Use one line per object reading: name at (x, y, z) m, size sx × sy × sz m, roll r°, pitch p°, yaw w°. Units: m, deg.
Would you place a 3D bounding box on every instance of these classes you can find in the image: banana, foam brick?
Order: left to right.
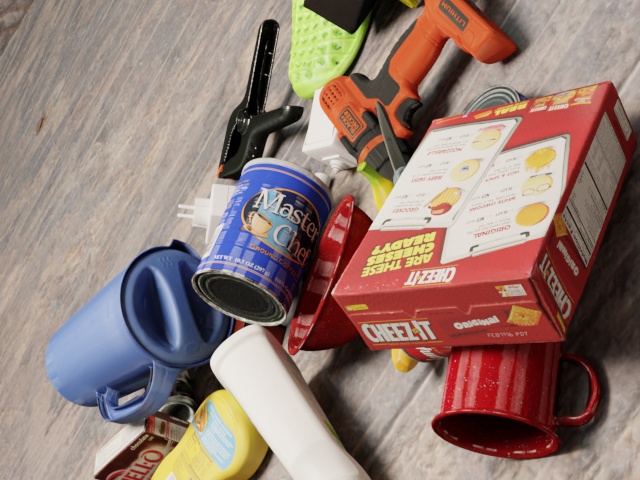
foam brick at (-0.084, 0.109, 1.158) m, size 0.078 × 0.052 × 0.051 m, roll -9°, pitch 61°, yaw 56°
banana at (0.073, 0.025, 0.951) m, size 0.037 × 0.069 × 0.198 m, roll -40°, pitch 54°, yaw 48°

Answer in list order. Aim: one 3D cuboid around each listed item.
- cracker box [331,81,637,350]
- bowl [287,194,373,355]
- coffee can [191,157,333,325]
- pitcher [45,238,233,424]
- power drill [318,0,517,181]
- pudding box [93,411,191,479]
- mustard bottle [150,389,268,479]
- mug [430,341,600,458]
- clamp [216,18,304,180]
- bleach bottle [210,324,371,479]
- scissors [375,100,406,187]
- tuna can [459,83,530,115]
cracker box at (0.128, -0.017, 0.797) m, size 0.164 × 0.072 × 0.213 m, roll -8°, pitch 38°, yaw 39°
bowl at (0.023, 0.041, 1.005) m, size 0.162 × 0.055 × 0.162 m, roll -160°, pitch 91°, yaw -82°
coffee can at (-0.057, 0.001, 1.089) m, size 0.103 × 0.102 × 0.140 m, roll -19°, pitch 42°, yaw 52°
pitcher at (-0.212, 0.116, 1.178) m, size 0.149 × 0.145 × 0.243 m, roll -35°, pitch 2°, yaw -42°
power drill at (0.097, -0.140, 1.023) m, size 0.188 × 0.057 × 0.184 m, roll -47°, pitch 55°, yaw 19°
pudding box at (-0.186, 0.239, 1.189) m, size 0.114 × 0.089 × 0.039 m, roll -45°, pitch 35°, yaw 31°
mustard bottle at (-0.102, 0.213, 1.103) m, size 0.192 × 0.058 × 0.096 m, roll -57°, pitch 43°, yaw 15°
mug at (0.144, 0.105, 0.777) m, size 0.117 × 0.093 × 0.081 m, roll 0°, pitch 60°, yaw 25°
clamp at (-0.078, -0.142, 1.305) m, size 0.210 × 0.036 × 0.164 m, roll -63°, pitch 32°, yaw 36°
bleach bottle at (-0.013, 0.178, 0.940) m, size 0.068 × 0.102 × 0.251 m, roll -39°, pitch 36°, yaw -3°
scissors at (0.094, -0.045, 0.956) m, size 0.016 × 0.096 × 0.201 m, roll 113°, pitch 165°, yaw -49°
tuna can at (0.156, -0.093, 0.942) m, size 0.086 × 0.033 × 0.086 m, roll -37°, pitch 40°, yaw 40°
